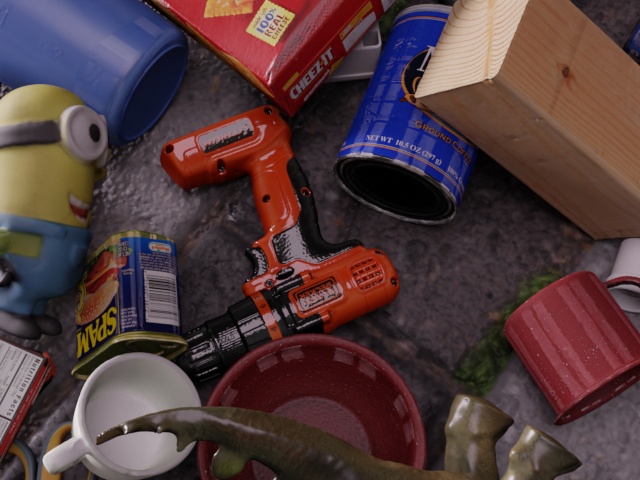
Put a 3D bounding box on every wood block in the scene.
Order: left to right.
[{"bbox_3d":[0.183,-0.091,0.786,0.205,0.090,0.090,34,69,-27],"label":"wood block"}]

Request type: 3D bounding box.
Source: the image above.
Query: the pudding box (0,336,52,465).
[{"bbox_3d":[-0.261,0.104,0.757,0.113,0.039,0.090,24,68,0],"label":"pudding box"}]

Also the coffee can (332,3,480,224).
[{"bbox_3d":[0.081,-0.098,0.836,0.103,0.103,0.140,20,71,7],"label":"coffee can"}]

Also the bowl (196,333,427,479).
[{"bbox_3d":[-0.006,0.151,0.769,0.162,0.055,0.162,0,70,0],"label":"bowl"}]

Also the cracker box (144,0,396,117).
[{"bbox_3d":[-0.051,-0.225,0.834,0.214,0.072,0.164,40,87,21],"label":"cracker box"}]

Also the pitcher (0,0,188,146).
[{"bbox_3d":[-0.236,-0.172,0.859,0.243,0.149,0.144,33,58,8],"label":"pitcher"}]

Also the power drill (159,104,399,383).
[{"bbox_3d":[-0.055,0.001,0.825,0.184,0.057,0.188,-22,74,-12],"label":"power drill"}]

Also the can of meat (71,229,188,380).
[{"bbox_3d":[-0.142,0.049,0.783,0.057,0.102,0.084,10,62,-34],"label":"can of meat"}]

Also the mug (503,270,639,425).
[{"bbox_3d":[0.198,0.070,0.779,0.117,0.093,0.081,-34,68,6],"label":"mug"}]

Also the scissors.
[{"bbox_3d":[-0.213,0.225,0.762,0.096,0.016,0.201,9,70,5],"label":"scissors"}]
